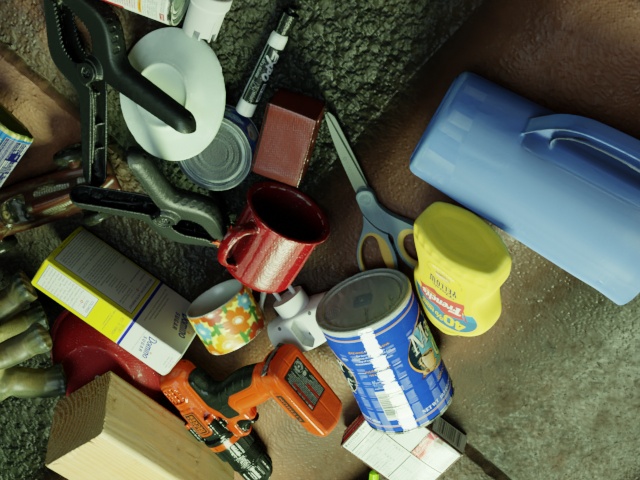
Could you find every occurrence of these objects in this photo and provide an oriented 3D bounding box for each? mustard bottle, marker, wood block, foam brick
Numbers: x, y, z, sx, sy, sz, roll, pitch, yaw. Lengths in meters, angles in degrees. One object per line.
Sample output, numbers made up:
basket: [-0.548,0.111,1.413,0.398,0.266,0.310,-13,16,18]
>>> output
mustard bottle: [0.135,0.044,1.051,0.096,0.058,0.191,37,160,22]
marker: [-0.052,-0.176,1.050,0.020,0.020,0.121,28,118,-1]
wood block: [-0.199,0.249,1.208,0.091,0.090,0.206,-31,127,23]
foam brick: [-0.031,-0.103,1.061,0.051,0.053,0.078,19,119,4]

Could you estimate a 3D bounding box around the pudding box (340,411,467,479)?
pudding box: [0.093,0.225,1.196,0.113,0.039,0.090,37,118,-3]

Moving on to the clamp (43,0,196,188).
clamp: [-0.225,-0.162,1.066,0.165,0.036,0.210,-32,88,38]

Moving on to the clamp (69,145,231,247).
clamp: [-0.170,-0.034,1.100,0.120,0.039,0.171,-14,143,39]

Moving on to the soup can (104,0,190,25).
soup can: [-0.176,-0.253,1.016,0.102,0.068,0.069,20,118,3]

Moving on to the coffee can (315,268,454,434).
coffee can: [0.068,0.114,1.101,0.103,0.102,0.140,-15,119,20]

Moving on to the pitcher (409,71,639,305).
pitcher: [0.212,-0.059,0.978,0.243,0.145,0.149,30,110,2]

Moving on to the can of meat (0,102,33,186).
can of meat: [-0.361,-0.104,1.116,0.102,0.057,0.084,41,101,17]

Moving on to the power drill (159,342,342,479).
power drill: [-0.069,0.194,1.186,0.188,0.057,0.184,-22,116,38]

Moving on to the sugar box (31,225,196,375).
sugar box: [-0.217,0.065,1.163,0.176,0.093,0.048,38,118,-6]

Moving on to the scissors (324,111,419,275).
scissors: [0.066,-0.040,1.088,0.096,0.016,0.202,-4,114,13]

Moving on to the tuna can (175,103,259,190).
tuna can: [-0.106,-0.095,1.093,0.086,0.033,0.086,5,116,11]

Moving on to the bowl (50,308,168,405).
bowl: [-0.247,0.148,1.231,0.162,0.055,0.162,5,116,11]

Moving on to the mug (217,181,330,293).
mug: [-0.057,0.001,1.086,0.093,0.117,0.082,48,126,23]
